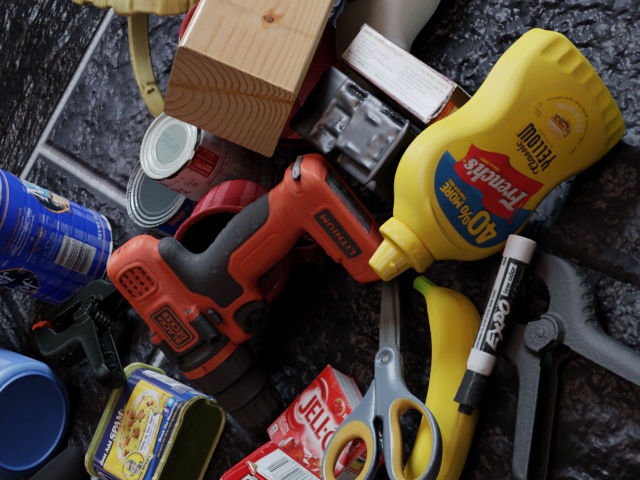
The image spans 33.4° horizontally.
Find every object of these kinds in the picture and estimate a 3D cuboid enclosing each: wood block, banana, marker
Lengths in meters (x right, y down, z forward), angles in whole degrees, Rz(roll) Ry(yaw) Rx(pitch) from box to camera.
[{"bbox_3d":[-0.037,-0.182,0.815,0.090,0.091,0.206,119,172,-60],"label":"wood block"},{"bbox_3d":[0.082,0.115,0.734,0.070,0.037,0.198,-27,49,61],"label":"banana"},{"bbox_3d":[0.113,0.056,0.697,0.020,0.020,0.121,15,84,42],"label":"marker"}]

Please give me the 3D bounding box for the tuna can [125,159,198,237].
[{"bbox_3d":[-0.137,-0.047,0.980,0.086,0.033,0.086,-17,61,33],"label":"tuna can"}]

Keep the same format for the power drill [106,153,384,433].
[{"bbox_3d":[-0.038,0.039,0.789,0.188,0.184,0.057,-34,17,16],"label":"power drill"}]

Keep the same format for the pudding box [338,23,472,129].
[{"bbox_3d":[0.077,-0.106,0.793,0.039,0.089,0.114,-54,48,6],"label":"pudding box"}]

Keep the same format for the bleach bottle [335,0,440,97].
[{"bbox_3d":[0.075,-0.231,0.866,0.103,0.068,0.251,12,81,50],"label":"bleach bottle"}]

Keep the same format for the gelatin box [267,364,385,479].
[{"bbox_3d":[0.004,0.145,0.773,0.073,0.030,0.089,-48,36,14],"label":"gelatin box"}]

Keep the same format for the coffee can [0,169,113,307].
[{"bbox_3d":[-0.282,-0.004,1.008,0.103,0.140,0.103,-17,62,33],"label":"coffee can"}]

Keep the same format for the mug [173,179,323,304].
[{"bbox_3d":[-0.056,0.001,0.851,0.117,0.093,0.081,-1,23,4],"label":"mug"}]

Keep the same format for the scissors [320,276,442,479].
[{"bbox_3d":[0.033,0.100,0.743,0.096,0.016,0.202,-32,38,13],"label":"scissors"}]

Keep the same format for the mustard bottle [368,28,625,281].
[{"bbox_3d":[0.107,-0.044,0.710,0.191,0.096,0.058,-43,27,-2],"label":"mustard bottle"}]

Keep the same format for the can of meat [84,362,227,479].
[{"bbox_3d":[-0.133,0.162,0.873,0.084,0.057,0.102,17,82,41],"label":"can of meat"}]

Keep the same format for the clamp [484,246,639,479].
[{"bbox_3d":[0.146,0.075,0.694,0.120,0.039,0.171,-40,45,14],"label":"clamp"}]

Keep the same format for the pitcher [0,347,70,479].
[{"bbox_3d":[-0.354,0.136,1.013,0.243,0.149,0.145,8,58,38],"label":"pitcher"}]

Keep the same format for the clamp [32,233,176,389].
[{"bbox_3d":[-0.198,0.076,0.945,0.210,0.036,0.164,-21,33,41],"label":"clamp"}]

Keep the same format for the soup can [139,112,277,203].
[{"bbox_3d":[-0.094,-0.064,0.906,0.069,0.102,0.068,-16,62,33],"label":"soup can"}]
